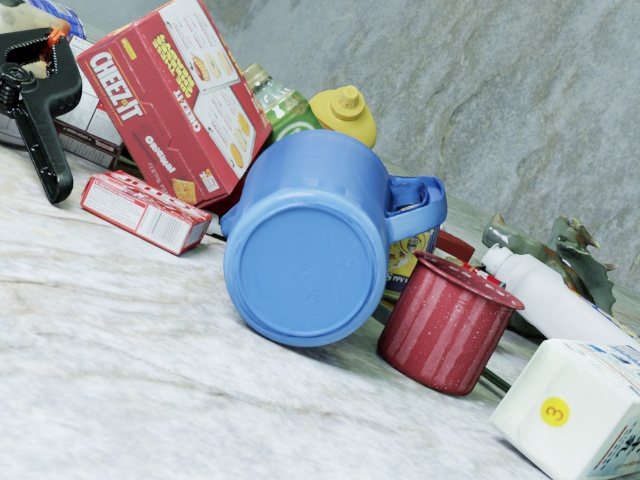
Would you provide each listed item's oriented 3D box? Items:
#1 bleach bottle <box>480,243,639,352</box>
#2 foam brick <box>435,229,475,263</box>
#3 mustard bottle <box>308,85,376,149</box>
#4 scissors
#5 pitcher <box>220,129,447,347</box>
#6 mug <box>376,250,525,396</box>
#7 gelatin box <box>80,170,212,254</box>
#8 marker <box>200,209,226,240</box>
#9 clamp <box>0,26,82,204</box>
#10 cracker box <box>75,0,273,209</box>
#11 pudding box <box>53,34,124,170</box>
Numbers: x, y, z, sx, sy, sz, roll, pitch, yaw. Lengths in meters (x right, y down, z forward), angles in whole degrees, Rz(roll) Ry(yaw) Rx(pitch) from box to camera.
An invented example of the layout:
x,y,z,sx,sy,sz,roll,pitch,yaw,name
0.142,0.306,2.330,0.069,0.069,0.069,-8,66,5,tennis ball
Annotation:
x,y,z,sx,sy,sz,roll,pitch,yaw,name
0.255,0.090,1.016,0.251,0.068,0.102,41,11,20,bleach bottle
0.112,0.026,1.100,0.053,0.078,0.051,21,11,-26,foam brick
0.021,-0.133,1.320,0.096,0.058,0.192,37,-24,8,mustard bottle
0.105,0.091,0.898,0.096,0.016,0.202,20,10,-23,scissors
0.005,-0.008,0.800,0.145,0.149,0.243,35,11,-5,pitcher
0.090,0.060,0.818,0.093,0.081,0.117,21,10,-28,mug
-0.136,-0.024,0.840,0.089,0.030,0.073,27,8,3,gelatin box
-0.056,0.001,0.958,0.121,0.020,0.020,22,9,-26,marker
-0.254,-0.119,0.840,0.164,0.036,0.210,22,34,-13,clamp
-0.128,-0.132,0.988,0.164,0.072,0.213,61,17,-15,cracker box
-0.220,-0.134,1.027,0.090,0.039,0.113,23,50,-12,pudding box
